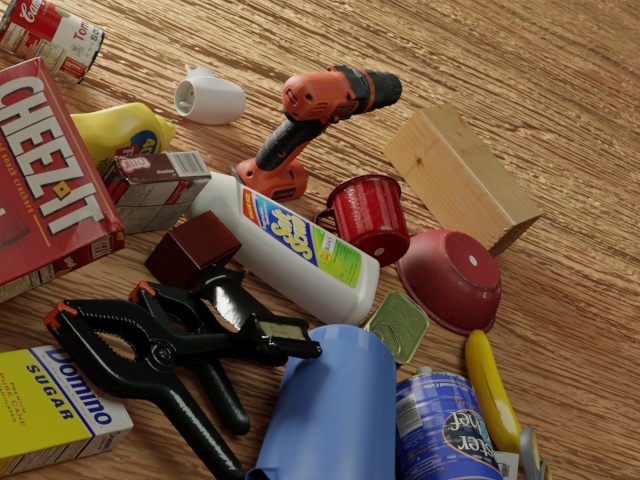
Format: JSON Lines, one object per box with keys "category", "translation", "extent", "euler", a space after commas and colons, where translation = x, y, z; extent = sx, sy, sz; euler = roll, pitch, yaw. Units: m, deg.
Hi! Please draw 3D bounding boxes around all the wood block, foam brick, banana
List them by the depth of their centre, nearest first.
{"category": "foam brick", "translation": [-0.129, 0.014, 1.082], "extent": [0.051, 0.053, 0.078], "euler": [47, 34, 7]}
{"category": "banana", "translation": [0.200, 0.182, 1.236], "extent": [0.069, 0.037, 0.198], "euler": [45, 23, -55]}
{"category": "wood block", "translation": [0.192, -0.079, 1.457], "extent": [0.090, 0.091, 0.206], "euler": [-18, 66, -51]}

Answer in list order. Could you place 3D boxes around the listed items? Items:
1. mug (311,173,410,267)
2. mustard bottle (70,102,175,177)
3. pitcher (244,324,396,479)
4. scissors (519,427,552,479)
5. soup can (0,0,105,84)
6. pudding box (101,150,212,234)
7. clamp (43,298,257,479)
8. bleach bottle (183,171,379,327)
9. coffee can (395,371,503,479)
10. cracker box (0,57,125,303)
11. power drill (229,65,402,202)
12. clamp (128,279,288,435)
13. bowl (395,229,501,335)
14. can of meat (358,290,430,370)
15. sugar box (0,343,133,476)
{"category": "mug", "translation": [0.048, -0.018, 1.266], "extent": [0.117, 0.093, 0.081], "euler": [-6, 56, -9]}
{"category": "mustard bottle", "translation": [-0.215, -0.096, 1.078], "extent": [0.058, 0.096, 0.191], "euler": [49, 35, 11]}
{"category": "pitcher", "translation": [0.014, 0.196, 0.969], "extent": [0.145, 0.149, 0.242], "euler": [8, 35, 4]}
{"category": "scissors", "translation": [0.218, 0.261, 1.099], "extent": [0.201, 0.016, 0.096], "euler": [-32, 106, -70]}
{"category": "soup can", "translation": [-0.295, -0.222, 1.162], "extent": [0.102, 0.069, 0.068], "euler": [26, 38, -22]}
{"category": "pudding box", "translation": [-0.176, -0.046, 1.068], "extent": [0.113, 0.090, 0.039], "euler": [-7, 59, -48]}
{"category": "clamp", "translation": [-0.139, 0.115, 0.913], "extent": [0.209, 0.036, 0.164], "euler": [26, 38, -29]}
{"category": "bleach bottle", "translation": [-0.058, 0.001, 1.157], "extent": [0.250, 0.068, 0.102], "euler": [31, 36, -11]}
{"category": "coffee can", "translation": [0.120, 0.215, 1.051], "extent": [0.102, 0.103, 0.140], "euler": [20, 36, -28]}
{"category": "cracker box", "translation": [-0.285, -0.029, 0.845], "extent": [0.213, 0.072, 0.164], "euler": [-25, 82, -16]}
{"category": "power drill", "translation": [-0.007, -0.125, 1.230], "extent": [0.184, 0.188, 0.057], "euler": [-11, 58, -47]}
{"category": "clamp", "translation": [-0.113, 0.107, 1.011], "extent": [0.171, 0.039, 0.120], "euler": [33, 32, -12]}
{"category": "bowl", "translation": [0.173, 0.040, 1.342], "extent": [0.162, 0.055, 0.162], "euler": [26, 38, -22]}
{"category": "can of meat", "translation": [0.060, 0.113, 1.127], "extent": [0.057, 0.084, 0.102], "euler": [41, 35, -1]}
{"category": "sugar box", "translation": [-0.243, 0.135, 0.846], "extent": [0.175, 0.048, 0.093], "euler": [-8, 58, -47]}
